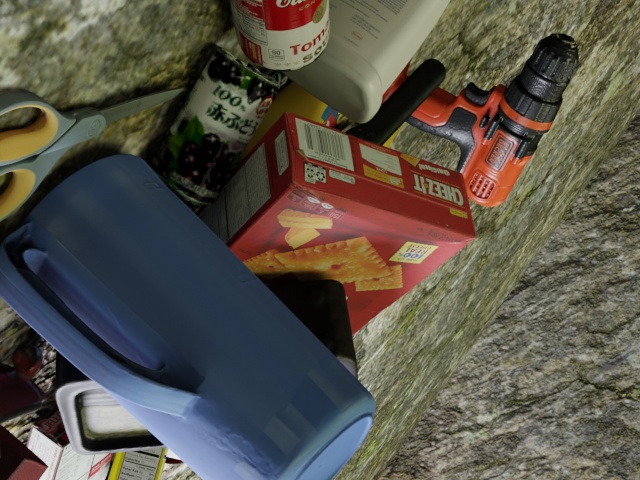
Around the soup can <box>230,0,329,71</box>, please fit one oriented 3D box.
[{"bbox_3d":[-0.028,-0.169,0.721,0.068,0.068,0.102,-50,163,-19],"label":"soup can"}]

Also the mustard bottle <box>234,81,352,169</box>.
[{"bbox_3d":[-0.018,-0.097,0.896,0.191,0.058,0.096,-46,167,-33],"label":"mustard bottle"}]

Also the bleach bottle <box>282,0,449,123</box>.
[{"bbox_3d":[0.072,-0.214,0.852,0.250,0.102,0.068,-50,167,-21],"label":"bleach bottle"}]

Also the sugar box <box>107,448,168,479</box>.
[{"bbox_3d":[-0.164,0.208,0.945,0.093,0.048,0.176,148,-45,-77],"label":"sugar box"}]

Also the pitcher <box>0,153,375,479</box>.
[{"bbox_3d":[-0.089,0.066,0.683,0.149,0.243,0.145,-40,159,-26],"label":"pitcher"}]

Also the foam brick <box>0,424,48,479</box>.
[{"bbox_3d":[-0.248,0.176,0.777,0.078,0.053,0.051,-53,163,-12],"label":"foam brick"}]

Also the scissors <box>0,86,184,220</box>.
[{"bbox_3d":[-0.157,-0.056,0.662,0.096,0.016,0.201,-60,163,18],"label":"scissors"}]

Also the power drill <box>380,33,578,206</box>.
[{"bbox_3d":[0.131,-0.146,0.997,0.057,0.188,0.185,-33,153,-50],"label":"power drill"}]

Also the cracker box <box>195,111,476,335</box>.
[{"bbox_3d":[-0.011,0.009,0.831,0.164,0.072,0.214,16,140,-30],"label":"cracker box"}]

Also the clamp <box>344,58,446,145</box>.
[{"bbox_3d":[0.024,-0.066,0.948,0.209,0.036,0.165,-44,172,-44],"label":"clamp"}]

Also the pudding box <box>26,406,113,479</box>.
[{"bbox_3d":[-0.213,0.181,0.909,0.089,0.039,0.114,-35,151,-53],"label":"pudding box"}]
